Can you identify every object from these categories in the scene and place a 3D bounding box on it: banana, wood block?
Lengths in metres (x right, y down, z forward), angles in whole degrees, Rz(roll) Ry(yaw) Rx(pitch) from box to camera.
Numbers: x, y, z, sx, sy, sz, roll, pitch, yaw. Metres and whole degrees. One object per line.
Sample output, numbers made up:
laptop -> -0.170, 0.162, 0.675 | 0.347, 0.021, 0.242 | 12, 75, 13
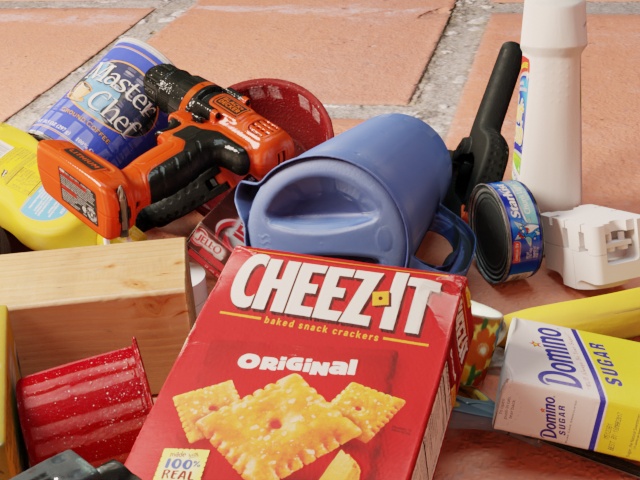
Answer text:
banana -> 0.225, 0.058, 0.824 | 0.197, 0.037, 0.070 | -10, -2, -19
wood block -> -0.199, 0.063, 0.802 | 0.206, 0.091, 0.090 | -6, 27, -4

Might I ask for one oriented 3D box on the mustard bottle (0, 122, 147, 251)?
mustard bottle -> -0.235, -0.035, 0.935 | 0.192, 0.058, 0.096 | 24, 47, 17

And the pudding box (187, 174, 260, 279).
pudding box -> -0.056, 0.001, 0.914 | 0.090, 0.039, 0.113 | 40, 30, -3

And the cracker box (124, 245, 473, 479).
cracker box -> -0.010, 0.105, 0.647 | 0.164, 0.072, 0.213 | 8, 47, 18

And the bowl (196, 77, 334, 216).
bowl -> -0.059, -0.077, 1.051 | 0.162, 0.055, 0.162 | -6, 66, 13

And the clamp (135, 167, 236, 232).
clamp -> -0.153, -0.035, 0.999 | 0.172, 0.039, 0.120 | -23, 25, 15

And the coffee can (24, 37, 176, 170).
coffee can -> -0.204, -0.114, 1.041 | 0.103, 0.102, 0.140 | 19, 59, 38

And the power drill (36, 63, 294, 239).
power drill -> -0.144, -0.084, 0.915 | 0.187, 0.057, 0.185 | -31, 48, -33

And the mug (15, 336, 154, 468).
mug -> -0.144, 0.128, 0.687 | 0.081, 0.093, 0.117 | -15, 65, -11

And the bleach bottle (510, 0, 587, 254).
bleach bottle -> 0.200, -0.118, 0.930 | 0.068, 0.251, 0.102 | 0, 27, 7

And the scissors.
scissors -> 0.121, 0.124, 0.695 | 0.202, 0.016, 0.096 | 22, 14, 40

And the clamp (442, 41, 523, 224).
clamp -> 0.152, -0.090, 1.024 | 0.036, 0.165, 0.210 | 23, 33, -12

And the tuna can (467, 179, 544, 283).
tuna can -> 0.156, -0.008, 0.902 | 0.033, 0.086, 0.086 | -8, 27, -13

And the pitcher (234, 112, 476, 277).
pitcher -> 0.047, -0.029, 0.904 | 0.145, 0.149, 0.242 | -22, 9, 24

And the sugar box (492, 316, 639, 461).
sugar box -> 0.205, 0.102, 0.691 | 0.176, 0.048, 0.093 | 13, 24, 9
